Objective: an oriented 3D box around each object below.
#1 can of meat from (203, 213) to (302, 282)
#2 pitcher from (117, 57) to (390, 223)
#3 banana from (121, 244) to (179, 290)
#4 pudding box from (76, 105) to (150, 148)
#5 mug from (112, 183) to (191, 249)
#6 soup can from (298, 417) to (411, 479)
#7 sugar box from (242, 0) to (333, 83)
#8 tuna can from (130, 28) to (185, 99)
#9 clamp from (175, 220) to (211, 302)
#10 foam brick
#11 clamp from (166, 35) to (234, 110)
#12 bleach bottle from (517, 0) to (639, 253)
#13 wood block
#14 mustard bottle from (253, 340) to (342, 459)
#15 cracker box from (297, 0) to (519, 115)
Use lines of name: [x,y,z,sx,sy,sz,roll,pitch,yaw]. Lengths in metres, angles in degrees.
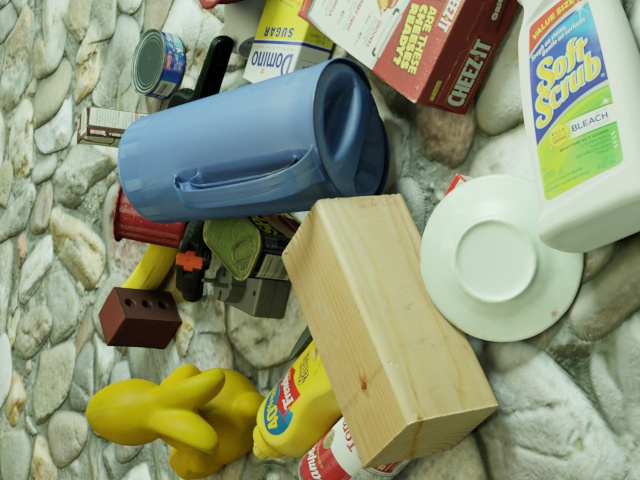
can of meat: [-0.057,0.001,1.078,0.102,0.083,0.057,44,117,47]
pitcher: [-0.072,-0.077,0.984,0.243,0.149,0.145,-8,71,31]
banana: [-0.210,0.032,1.313,0.198,0.037,0.069,-56,22,26]
pudding box: [-0.254,-0.138,1.328,0.114,0.090,0.039,-178,92,-73]
mug: [-0.183,-0.047,1.227,0.093,0.081,0.117,95,-174,-73]
soup can: [0.036,0.187,0.937,0.102,0.068,0.068,-51,47,33]
sugar box: [-0.020,-0.235,1.107,0.093,0.048,0.176,36,110,50]
tuna can: [-0.206,-0.223,1.353,0.086,0.033,0.086,-14,73,50]
clamp: [-0.138,0.025,1.164,0.171,0.039,0.120,-81,-3,-78]
foam brick: [-0.216,0.092,1.271,0.051,0.078,0.053,-56,44,32]
clamp: [-0.136,-0.125,1.230,0.210,0.036,0.164,-21,79,58]
bleach bottle: [0.189,-0.124,0.802,0.103,0.068,0.251,-27,60,36]
wood block: [0.052,0.072,0.892,0.091,0.090,0.206,-56,48,48]
mustard bottle: [-0.010,0.148,1.004,0.192,0.058,0.096,-52,23,34]
cracker box: [0.083,-0.231,0.954,0.214,0.071,0.164,45,119,45]
